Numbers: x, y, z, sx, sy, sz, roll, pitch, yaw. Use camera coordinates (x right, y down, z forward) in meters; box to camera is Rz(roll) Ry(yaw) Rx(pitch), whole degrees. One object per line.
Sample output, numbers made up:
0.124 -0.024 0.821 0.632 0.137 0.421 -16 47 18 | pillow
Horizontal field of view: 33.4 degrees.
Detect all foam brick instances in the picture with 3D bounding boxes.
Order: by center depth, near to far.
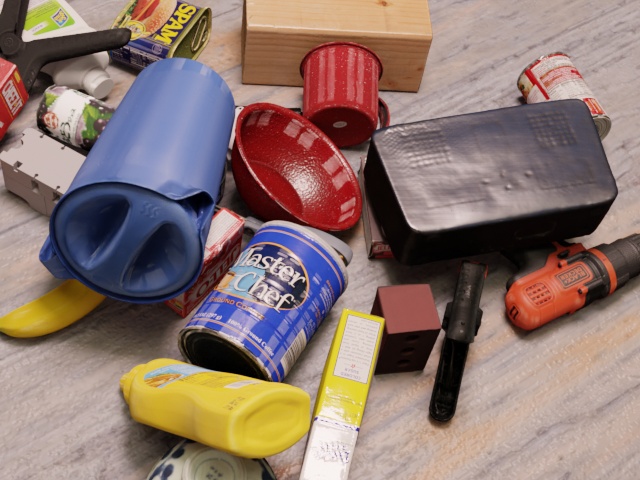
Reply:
0.077 0.084 1.007 0.053 0.078 0.051 -4 54 -11 | foam brick

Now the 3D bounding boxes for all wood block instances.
0.015 -0.236 1.217 0.206 0.090 0.091 2 54 -7 | wood block

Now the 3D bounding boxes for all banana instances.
-0.230 0.035 1.021 0.070 0.037 0.197 40 59 17 | banana

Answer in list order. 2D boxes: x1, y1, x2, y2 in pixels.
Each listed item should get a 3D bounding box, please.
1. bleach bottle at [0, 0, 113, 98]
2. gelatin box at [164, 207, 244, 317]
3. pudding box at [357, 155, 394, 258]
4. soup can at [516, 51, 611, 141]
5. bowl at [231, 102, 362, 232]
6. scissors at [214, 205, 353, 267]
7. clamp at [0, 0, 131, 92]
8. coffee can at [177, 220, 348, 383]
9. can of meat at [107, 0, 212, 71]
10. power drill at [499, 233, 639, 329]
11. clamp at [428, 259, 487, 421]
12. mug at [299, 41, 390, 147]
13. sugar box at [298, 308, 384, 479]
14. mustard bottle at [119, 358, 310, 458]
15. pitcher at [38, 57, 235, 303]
-0.328 -0.240 1.188 0.102 0.068 0.251 -39 71 -24 | bleach bottle
-0.111 0.021 1.027 0.030 0.073 0.089 35 56 14 | gelatin box
0.089 -0.036 1.117 0.090 0.039 0.113 -1 55 -9 | pudding box
0.276 -0.155 1.211 0.068 0.068 0.102 -14 59 -18 | soup can
-0.035 -0.061 1.082 0.162 0.055 0.162 30 37 -26 | bowl
-0.057 0.001 1.057 0.202 0.096 0.016 15 55 25 | scissors
-0.326 -0.215 1.129 0.210 0.036 0.164 -37 80 0 | clamp
-0.051 0.065 0.986 0.103 0.103 0.140 28 56 11 | coffee can
-0.182 -0.233 1.207 0.084 0.057 0.102 21 54 10 | can of meat
0.235 -0.013 1.111 0.184 0.057 0.188 -23 61 -22 | power drill
0.134 0.072 1.003 0.039 0.120 0.171 15 50 1 | clamp
0.031 -0.151 1.169 0.117 0.093 0.081 27 51 -35 | mug
0.013 0.158 0.936 0.048 0.093 0.176 16 54 4 | sugar box
-0.107 0.137 0.913 0.192 0.058 0.096 7 9 42 | mustard bottle
-0.160 -0.063 0.988 0.149 0.145 0.242 14 39 -3 | pitcher
